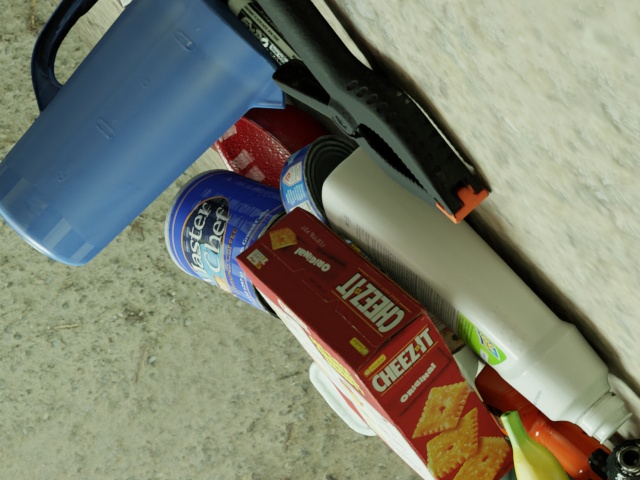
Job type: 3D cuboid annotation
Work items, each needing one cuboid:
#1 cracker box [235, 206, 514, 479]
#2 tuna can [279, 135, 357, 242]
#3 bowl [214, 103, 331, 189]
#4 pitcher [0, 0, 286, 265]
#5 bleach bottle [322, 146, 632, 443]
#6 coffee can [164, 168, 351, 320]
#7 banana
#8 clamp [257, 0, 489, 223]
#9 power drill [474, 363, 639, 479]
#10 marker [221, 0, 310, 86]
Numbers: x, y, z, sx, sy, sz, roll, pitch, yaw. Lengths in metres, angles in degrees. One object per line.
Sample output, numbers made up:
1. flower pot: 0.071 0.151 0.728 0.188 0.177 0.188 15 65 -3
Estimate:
1. cracker box: 0.046 0.091 0.805 0.164 0.072 0.213 39 168 46
2. tuna can: 0.009 -0.038 0.849 0.034 0.086 0.086 -26 109 42
3. bowl: -0.026 -0.070 0.958 0.162 0.055 0.162 39 160 16
4. pitcher: -0.161 -0.105 0.867 0.144 0.243 0.149 36 -168 -48
5. bleach bottle: 0.108 0.040 0.731 0.251 0.068 0.102 45 173 21
6. coffee can: -0.056 0.001 0.922 0.141 0.102 0.102 22 154 50
7. banana: 0.169 0.189 0.792 0.197 0.037 0.069 65 -168 -56
8. clamp: 0.021 -0.093 0.668 0.210 0.036 0.164 45 172 27
9. power drill: 0.197 0.156 0.790 0.188 0.057 0.184 44 172 43
10. marker: -0.045 -0.162 0.809 0.121 0.020 0.020 48 174 17
